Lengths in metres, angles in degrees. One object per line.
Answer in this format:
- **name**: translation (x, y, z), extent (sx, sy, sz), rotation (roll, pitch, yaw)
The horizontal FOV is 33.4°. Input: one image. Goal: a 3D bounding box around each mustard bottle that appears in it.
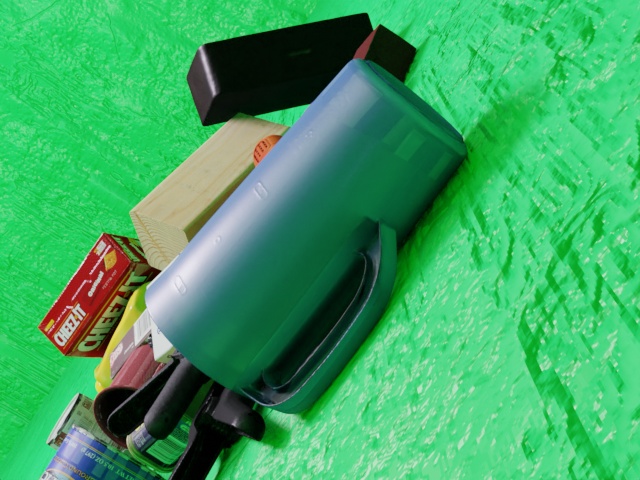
- **mustard bottle**: translation (-0.254, 0.146, 1.422), extent (0.192, 0.058, 0.096), rotation (-59, -3, 27)

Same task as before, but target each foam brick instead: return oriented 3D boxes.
- **foam brick**: translation (0.063, -0.189, 1.174), extent (0.051, 0.053, 0.078), rotation (-46, 15, 45)

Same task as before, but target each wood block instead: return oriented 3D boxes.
- **wood block**: translation (-0.119, -0.053, 1.280), extent (0.205, 0.090, 0.091), rotation (-48, -38, -33)

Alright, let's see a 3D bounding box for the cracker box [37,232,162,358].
- **cracker box**: translation (-0.261, 0.084, 1.481), extent (0.164, 0.072, 0.213), rotation (-54, -25, 11)

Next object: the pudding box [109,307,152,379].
- **pudding box**: translation (-0.172, 0.122, 1.192), extent (0.114, 0.089, 0.039), rotation (-46, 39, 36)

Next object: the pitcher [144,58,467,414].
- **pitcher**: translation (-0.003, -0.002, 0.774), extent (0.243, 0.149, 0.145), rotation (-51, -3, 13)

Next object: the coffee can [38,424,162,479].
- **coffee can**: translation (-0.231, 0.262, 1.019), extent (0.140, 0.102, 0.103), rotation (-59, 11, -16)

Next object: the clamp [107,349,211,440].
- **clamp**: translation (-0.107, 0.108, 0.912), extent (0.171, 0.039, 0.120), rotation (-48, 20, -16)

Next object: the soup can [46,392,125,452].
- **soup can**: translation (-0.243, 0.223, 1.185), extent (0.068, 0.102, 0.068), rotation (-53, 11, 16)

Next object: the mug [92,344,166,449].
- **mug**: translation (-0.175, 0.155, 1.118), extent (0.117, 0.093, 0.081), rotation (-60, 2, 37)

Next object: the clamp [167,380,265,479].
- **clamp**: translation (-0.076, 0.143, 0.859), extent (0.165, 0.036, 0.209), rotation (-49, 10, 31)

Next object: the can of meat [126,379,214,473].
- **can of meat**: translation (-0.128, 0.156, 1.008), extent (0.084, 0.057, 0.102), rotation (-45, 16, 37)
